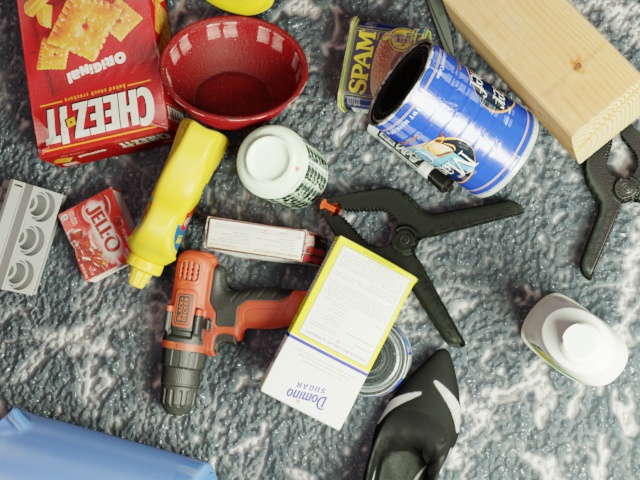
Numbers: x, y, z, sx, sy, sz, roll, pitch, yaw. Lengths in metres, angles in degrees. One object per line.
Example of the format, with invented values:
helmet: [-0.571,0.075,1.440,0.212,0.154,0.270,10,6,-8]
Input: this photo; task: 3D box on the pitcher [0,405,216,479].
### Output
pitcher: [-0.240,0.277,1.151,0.243,0.149,0.145,10,71,11]

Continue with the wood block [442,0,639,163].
wood block: [0.226,-0.191,1.082,0.091,0.090,0.206,-39,67,6]

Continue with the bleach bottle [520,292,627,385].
bleach bottle: [0.232,0.090,0.983,0.103,0.250,0.068,38,93,14]

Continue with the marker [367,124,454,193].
marker: [0.097,-0.090,1.141,0.121,0.020,0.020,43,95,27]

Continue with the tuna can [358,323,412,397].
tuna can: [0.053,0.124,1.135,0.086,0.033,0.086,-2,84,13]

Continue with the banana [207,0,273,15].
banana: [-0.120,-0.305,1.213,0.198,0.037,0.070,31,119,23]

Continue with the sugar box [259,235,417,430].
sugar box: [0.017,0.093,1.088,0.093,0.048,0.176,28,90,-4]

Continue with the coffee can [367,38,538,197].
coffee can: [0.133,-0.122,1.076,0.140,0.103,0.103,32,92,-18]

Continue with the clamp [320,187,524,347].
clamp: [0.101,-0.006,1.136,0.210,0.036,0.164,31,91,15]

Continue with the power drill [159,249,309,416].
power drill: [-0.082,0.109,1.157,0.188,0.057,0.184,7,88,14]

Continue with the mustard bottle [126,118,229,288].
mustard bottle: [-0.164,-0.037,1.172,0.058,0.096,0.191,25,91,-6]

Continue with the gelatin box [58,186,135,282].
gelatin box: [-0.250,-0.007,1.224,0.073,0.030,0.089,-26,79,9]

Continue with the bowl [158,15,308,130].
bowl: [-0.095,-0.173,1.171,0.162,0.055,0.162,2,53,-4]

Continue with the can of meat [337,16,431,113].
can of meat: [0.070,-0.184,1.153,0.084,0.057,0.102,10,87,12]

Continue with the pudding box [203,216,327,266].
pudding box: [-0.057,0.001,1.146,0.113,0.090,0.039,6,86,14]

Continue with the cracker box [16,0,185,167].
cracker box: [-0.254,-0.207,1.226,0.164,0.072,0.214,-11,82,13]

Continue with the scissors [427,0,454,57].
scissors: [0.098,-0.296,1.178,0.096,0.016,0.202,-2,83,15]
